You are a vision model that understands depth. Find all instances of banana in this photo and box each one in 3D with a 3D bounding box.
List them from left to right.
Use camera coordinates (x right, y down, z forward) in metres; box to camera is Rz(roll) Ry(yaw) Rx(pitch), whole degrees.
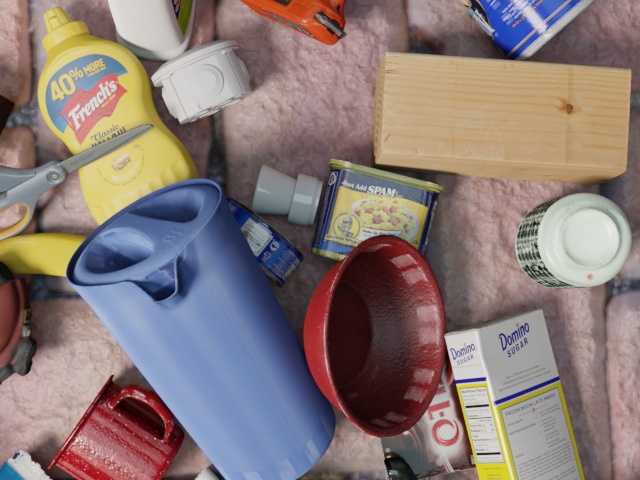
[{"bbox_3d":[-0.197,0.033,0.928,0.198,0.037,0.069,26,86,-1],"label":"banana"}]

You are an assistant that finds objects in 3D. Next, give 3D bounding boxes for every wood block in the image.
[{"bbox_3d":[0.152,-0.103,0.922,0.206,0.090,0.091,4,86,-2],"label":"wood block"}]

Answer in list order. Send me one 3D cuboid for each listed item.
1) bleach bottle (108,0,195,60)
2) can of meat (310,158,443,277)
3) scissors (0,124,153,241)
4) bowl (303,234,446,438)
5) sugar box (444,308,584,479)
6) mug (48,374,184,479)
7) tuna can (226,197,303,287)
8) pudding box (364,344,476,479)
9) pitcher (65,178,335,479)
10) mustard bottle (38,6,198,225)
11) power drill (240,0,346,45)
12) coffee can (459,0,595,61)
[{"bbox_3d":[-0.140,-0.218,0.836,0.068,0.251,0.102,7,87,-2],"label":"bleach bottle"},{"bbox_3d":[0.048,-0.018,0.931,0.102,0.057,0.084,14,88,-2],"label":"can of meat"},{"bbox_3d":[-0.240,-0.062,0.884,0.202,0.016,0.096,-35,130,26],"label":"scissors"},{"bbox_3d":[0.036,0.077,0.867,0.055,0.161,0.162,-3,86,41],"label":"bowl"},{"bbox_3d":[0.169,0.154,0.913,0.093,0.048,0.176,-10,84,-40],"label":"sugar box"},{"bbox_3d":[-0.162,0.165,0.891,0.081,0.093,0.117,35,121,-5],"label":"mug"},{"bbox_3d":[-0.056,0.001,0.911,0.086,0.086,0.033,39,85,0],"label":"tuna can"},{"bbox_3d":[0.090,0.148,0.932,0.090,0.039,0.113,-11,87,-3],"label":"pudding box"},{"bbox_3d":[-0.086,0.077,0.858,0.149,0.145,0.242,-55,127,-41],"label":"pitcher"},{"bbox_3d":[-0.189,-0.114,0.925,0.096,0.058,0.191,-28,88,9],"label":"mustard bottle"},{"bbox_3d":[0.000,-0.277,0.921,0.185,0.057,0.188,32,96,33],"label":"power drill"},{"bbox_3d":[0.164,-0.235,0.923,0.103,0.103,0.140,-41,89,-4],"label":"coffee can"}]
